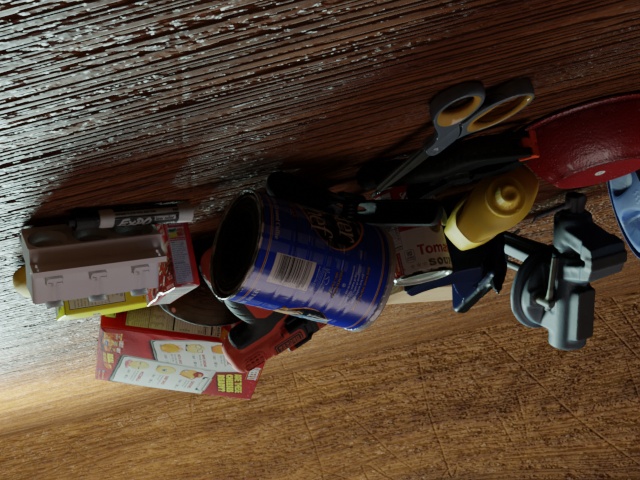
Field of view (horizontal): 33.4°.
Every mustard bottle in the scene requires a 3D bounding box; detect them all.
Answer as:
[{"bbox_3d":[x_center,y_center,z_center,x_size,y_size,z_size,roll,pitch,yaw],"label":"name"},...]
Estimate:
[{"bbox_3d":[0.183,-0.037,1.124,0.096,0.058,0.191,-41,177,-3],"label":"mustard bottle"}]

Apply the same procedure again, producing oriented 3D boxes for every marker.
[{"bbox_3d":[-0.176,-0.022,0.990,0.120,0.020,0.020,-6,167,-31],"label":"marker"}]

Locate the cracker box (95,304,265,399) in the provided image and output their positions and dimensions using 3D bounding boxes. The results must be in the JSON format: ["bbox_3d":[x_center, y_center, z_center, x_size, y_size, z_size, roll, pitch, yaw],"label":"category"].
[{"bbox_3d":[-0.181,0.133,1.391,0.213,0.072,0.164,8,147,-9],"label":"cracker box"}]

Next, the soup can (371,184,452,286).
[{"bbox_3d":[0.099,-0.008,1.154,0.068,0.102,0.068,-12,169,-3],"label":"soup can"}]

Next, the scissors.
[{"bbox_3d":[0.093,-0.090,0.925,0.202,0.016,0.096,-29,157,38],"label":"scissors"}]

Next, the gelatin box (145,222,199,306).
[{"bbox_3d":[-0.158,0.022,1.090,0.030,0.073,0.089,-5,167,-30],"label":"gelatin box"}]

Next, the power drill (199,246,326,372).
[{"bbox_3d":[-0.037,0.048,1.114,0.184,0.057,0.187,-34,146,-8],"label":"power drill"}]

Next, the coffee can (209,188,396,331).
[{"bbox_3d":[-0.017,0.019,0.977,0.140,0.103,0.103,16,156,-26],"label":"coffee can"}]

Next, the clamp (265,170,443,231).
[{"bbox_3d":[0.038,-0.028,1.065,0.164,0.036,0.210,11,174,6],"label":"clamp"}]

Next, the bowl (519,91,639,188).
[{"bbox_3d":[0.271,-0.091,1.053,0.162,0.055,0.162,-12,168,-3],"label":"bowl"}]

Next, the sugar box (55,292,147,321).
[{"bbox_3d":[-0.222,0.060,1.261,0.176,0.048,0.093,-6,175,-20],"label":"sugar box"}]

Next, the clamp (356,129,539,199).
[{"bbox_3d":[0.122,-0.072,1.030,0.172,0.039,0.120,-21,169,37],"label":"clamp"}]
